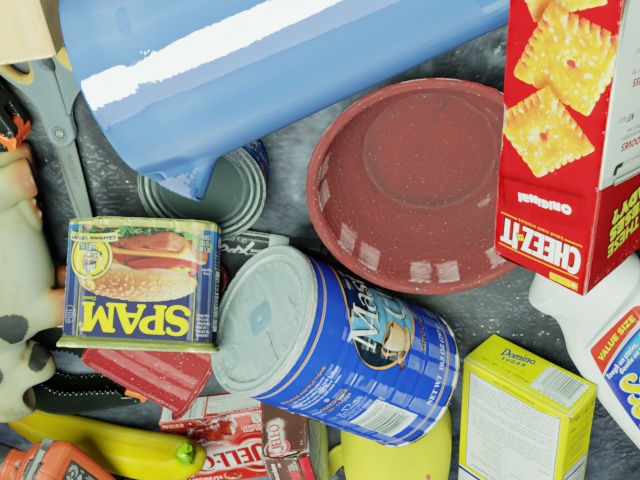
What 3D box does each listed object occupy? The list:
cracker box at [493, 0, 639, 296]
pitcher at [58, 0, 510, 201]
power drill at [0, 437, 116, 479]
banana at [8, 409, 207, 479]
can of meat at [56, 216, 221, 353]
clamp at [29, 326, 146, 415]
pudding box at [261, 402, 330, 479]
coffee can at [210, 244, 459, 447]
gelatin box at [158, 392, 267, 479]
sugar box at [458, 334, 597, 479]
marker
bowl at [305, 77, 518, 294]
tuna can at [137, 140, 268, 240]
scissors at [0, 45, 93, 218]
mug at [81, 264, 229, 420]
[{"bbox_3d":[0.170,-0.102,0.585,0.072,0.163,0.214,27,135,35],"label":"cracker box"},{"bbox_3d":[-0.016,-0.143,0.597,0.243,0.145,0.149,-21,133,13],"label":"pitcher"},{"bbox_3d":[-0.249,0.183,0.818,0.188,0.057,0.184,7,152,24],"label":"power drill"},{"bbox_3d":[-0.157,0.158,0.834,0.198,0.037,0.069,1,141,34],"label":"banana"},{"bbox_3d":[-0.115,0.029,0.691,0.102,0.057,0.084,2,85,2],"label":"can of meat"},{"bbox_3d":[-0.228,0.074,0.807,0.210,0.036,0.165,12,120,-6],"label":"clamp"},{"bbox_3d":[-0.018,0.152,0.801,0.039,0.113,0.090,-9,124,6],"label":"pudding box"},{"bbox_3d":[0.011,0.074,0.729,0.140,0.103,0.103,26,124,-35],"label":"coffee can"},{"bbox_3d":[-0.077,0.160,0.860,0.089,0.030,0.073,-8,124,10],"label":"gelatin box"},{"bbox_3d":[0.154,0.166,0.817,0.093,0.048,0.176,28,137,35],"label":"sugar box"},{"bbox_3d":[-0.055,0.001,0.755,0.121,0.020,0.020,8,125,-3],"label":"marker"},{"bbox_3d":[0.072,-0.044,0.694,0.162,0.055,0.162,2,125,2],"label":"bowl"},{"bbox_3d":[-0.078,-0.043,0.717,0.086,0.033,0.086,2,125,2],"label":"tuna can"},{"bbox_3d":[-0.157,-0.084,0.703,0.096,0.016,0.201,-15,123,16],"label":"scissors"},{"bbox_3d":[-0.112,0.059,0.766,0.081,0.093,0.117,30,91,-11],"label":"mug"}]
